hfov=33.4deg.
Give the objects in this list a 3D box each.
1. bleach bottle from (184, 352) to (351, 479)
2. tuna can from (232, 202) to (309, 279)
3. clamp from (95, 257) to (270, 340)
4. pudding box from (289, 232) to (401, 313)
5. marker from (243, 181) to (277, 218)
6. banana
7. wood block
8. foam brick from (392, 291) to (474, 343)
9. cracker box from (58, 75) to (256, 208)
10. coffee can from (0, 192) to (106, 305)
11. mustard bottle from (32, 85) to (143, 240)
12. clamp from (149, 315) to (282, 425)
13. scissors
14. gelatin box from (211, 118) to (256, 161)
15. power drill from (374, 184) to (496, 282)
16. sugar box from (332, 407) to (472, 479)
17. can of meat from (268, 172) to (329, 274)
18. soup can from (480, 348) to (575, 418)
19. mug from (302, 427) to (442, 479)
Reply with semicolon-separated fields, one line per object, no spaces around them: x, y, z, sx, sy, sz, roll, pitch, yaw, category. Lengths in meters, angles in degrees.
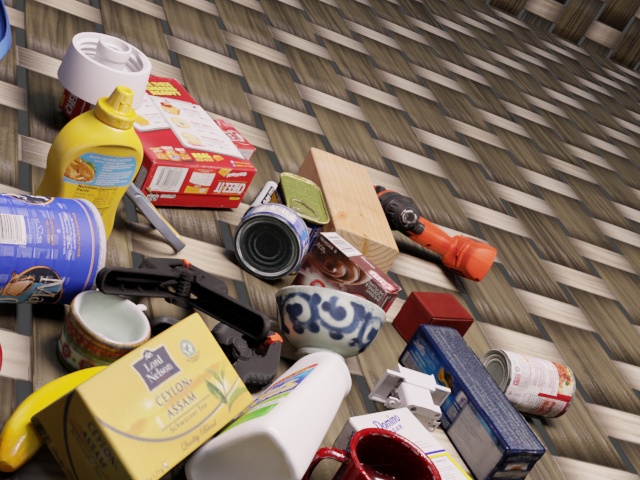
-0.033;0.162;0.985;0.068;0.103;0.250;60;19;-4;bleach bottle
-0.058;0.002;1.246;0.086;0.086;0.033;31;27;1;tuna can
-0.126;0.051;1.056;0.164;0.036;0.210;20;4;-3;clamp
0.026;0.057;1.228;0.114;0.090;0.039;43;27;27;pudding box
-0.078;-0.049;1.396;0.020;0.020;0.121;30;25;-1;marker
-0.200;0.141;0.895;0.070;0.037;0.197;42;28;26;banana
0.023;-0.022;1.369;0.090;0.091;0.206;19;27;-22;wood block
0.138;0.100;1.314;0.078;0.053;0.051;7;34;-42;foam brick
-0.207;-0.128;1.344;0.163;0.072;0.214;0;38;-46;cracker box
-0.283;0.007;0.976;0.140;0.103;0.103;5;35;-42;coffee can
-0.231;-0.070;1.068;0.096;0.192;0.058;3;37;-44;mustard bottle
-0.096;0.108;1.048;0.120;0.039;0.171;54;22;4;clamp
-0.216;-0.064;1.172;0.201;0.016;0.096;52;-6;-32;scissors
-0.144;-0.138;1.477;0.089;0.030;0.073;-4;41;-49;gelatin box
0.144;-0.012;1.449;0.187;0.057;0.184;31;1;-18;power drill
0.100;0.239;1.025;0.093;0.048;0.176;0;35;-46;sugar box
-0.037;-0.020;1.309;0.057;0.084;0.102;18;28;-21;can of meat
0.243;0.171;1.276;0.102;0.069;0.068;15;29;-27;soup can
0.039;0.223;0.945;0.117;0.082;0.093;25;26;-11;mug
